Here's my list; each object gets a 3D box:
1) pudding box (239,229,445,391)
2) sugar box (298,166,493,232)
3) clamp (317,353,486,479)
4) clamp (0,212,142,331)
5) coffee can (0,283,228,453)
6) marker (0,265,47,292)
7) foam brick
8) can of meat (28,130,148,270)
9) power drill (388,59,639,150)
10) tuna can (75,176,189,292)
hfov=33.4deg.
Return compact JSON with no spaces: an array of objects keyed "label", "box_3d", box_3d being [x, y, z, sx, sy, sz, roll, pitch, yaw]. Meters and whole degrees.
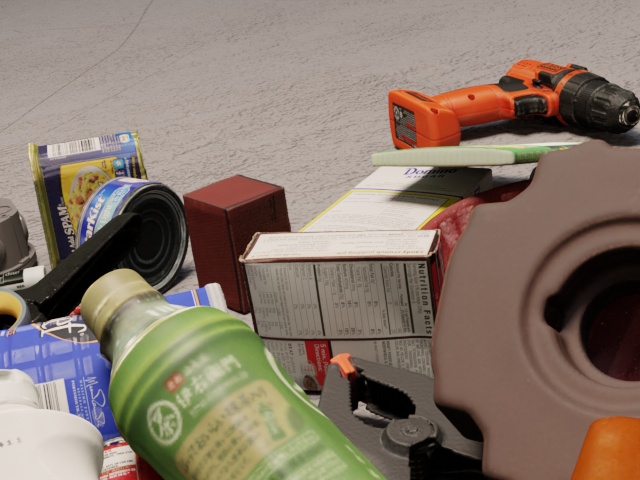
[{"label":"pudding box","box_3d":[0.017,0.041,0.610,0.114,0.090,0.039,-1,25,16]},{"label":"sugar box","box_3d":[0.052,-0.007,0.768,0.093,0.048,0.175,6,23,29]},{"label":"clamp","box_3d":[0.040,0.110,0.509,0.120,0.039,0.172,-16,27,-30]},{"label":"clamp","box_3d":[-0.172,0.050,0.636,0.209,0.036,0.165,-16,35,-15]},{"label":"coffee can","box_3d":[-0.109,0.085,0.533,0.140,0.103,0.103,-12,24,-8]},{"label":"marker","box_3d":[-0.265,0.039,0.798,0.121,0.020,0.020,-10,23,-5]},{"label":"foam brick","box_3d":[-0.055,0.001,0.743,0.052,0.078,0.051,-24,27,-37]},{"label":"can of meat","box_3d":[-0.174,-0.030,0.825,0.084,0.102,0.057,-11,23,-11]},{"label":"power drill","box_3d":[0.169,-0.116,0.966,0.187,0.057,0.185,-13,20,-17]},{"label":"tuna can","box_3d":[-0.132,-0.002,0.763,0.034,0.086,0.086,9,29,32]}]
